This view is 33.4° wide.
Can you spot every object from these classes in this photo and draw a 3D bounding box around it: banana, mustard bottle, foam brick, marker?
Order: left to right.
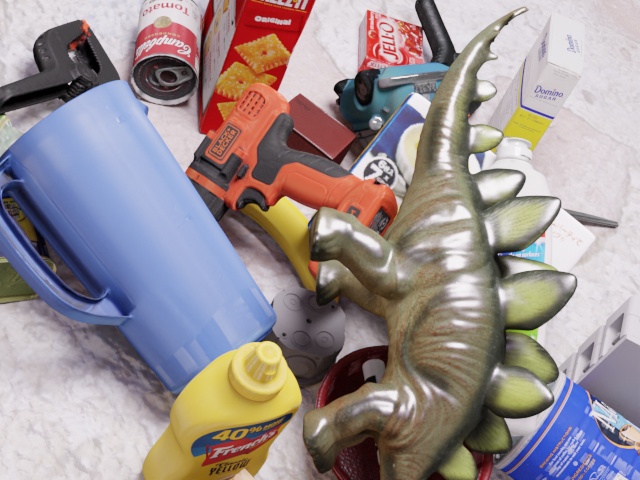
[{"bbox_3d":[-0.066,0.131,0.787,0.096,0.192,0.058,-7,57,-29],"label":"mustard bottle"},{"bbox_3d":[-0.049,-0.014,1.021,0.198,0.037,0.069,37,64,9],"label":"banana"},{"bbox_3d":[-0.013,-0.102,1.094,0.078,0.051,0.052,38,47,8],"label":"foam brick"},{"bbox_3d":[0.051,0.153,0.863,0.020,0.020,0.121,7,52,-19],"label":"marker"}]

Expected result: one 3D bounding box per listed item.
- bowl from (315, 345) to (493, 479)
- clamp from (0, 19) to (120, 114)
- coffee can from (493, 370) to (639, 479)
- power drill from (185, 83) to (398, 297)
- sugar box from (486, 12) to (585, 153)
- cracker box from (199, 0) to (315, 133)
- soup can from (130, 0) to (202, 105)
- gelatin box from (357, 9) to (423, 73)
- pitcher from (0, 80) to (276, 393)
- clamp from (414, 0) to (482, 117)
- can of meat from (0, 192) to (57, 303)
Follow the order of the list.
[{"bbox_3d":[0.063,0.171,0.905,0.162,0.055,0.162,12,49,-15],"label":"bowl"},{"bbox_3d":[-0.225,-0.140,1.021,0.164,0.036,0.210,35,28,-27],"label":"clamp"},{"bbox_3d":[0.236,0.195,0.932,0.140,0.103,0.102,36,48,6],"label":"coffee can"},{"bbox_3d":[-0.041,-0.028,0.942,0.188,0.057,0.184,32,89,23],"label":"power drill"},{"bbox_3d":[0.227,-0.149,1.155,0.048,0.176,0.093,22,48,-7],"label":"sugar box"},{"bbox_3d":[-0.064,-0.230,1.064,0.072,0.214,0.164,10,50,-17],"label":"cracker box"},{"bbox_3d":[-0.157,-0.199,1.097,0.068,0.069,0.102,12,49,-16],"label":"soup can"},{"bbox_3d":[0.083,-0.224,1.250,0.073,0.030,0.089,15,49,-13],"label":"gelatin box"},{"bbox_3d":[-0.152,0.006,0.866,0.149,0.145,0.243,-36,90,1],"label":"pitcher"},{"bbox_3d":[0.164,-0.202,1.258,0.120,0.039,0.171,17,56,-33],"label":"clamp"},{"bbox_3d":[-0.280,0.004,0.886,0.101,0.058,0.084,-6,54,-29],"label":"can of meat"}]
